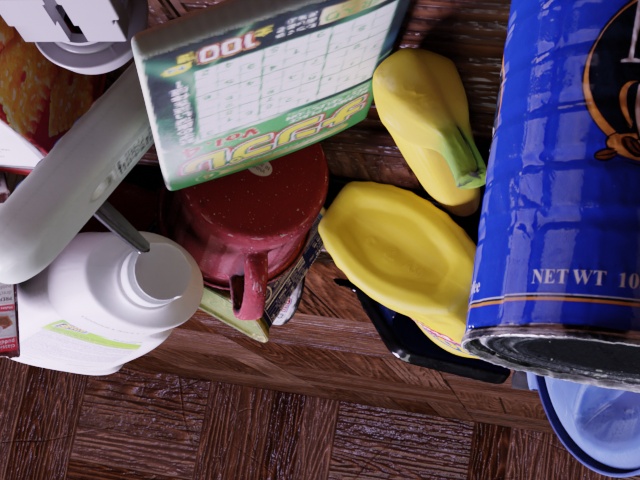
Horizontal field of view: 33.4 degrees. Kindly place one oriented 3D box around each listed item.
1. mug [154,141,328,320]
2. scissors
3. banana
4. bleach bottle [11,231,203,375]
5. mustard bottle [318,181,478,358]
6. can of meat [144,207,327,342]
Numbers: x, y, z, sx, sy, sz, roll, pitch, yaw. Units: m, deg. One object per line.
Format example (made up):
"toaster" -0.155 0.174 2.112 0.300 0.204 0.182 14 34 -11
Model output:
"mug" -0.042 -0.015 0.583 0.093 0.117 0.082 2 165 -12
"scissors" -0.132 -0.040 0.580 0.202 0.016 0.096 33 -166 28
"banana" 0.049 -0.047 0.473 0.037 0.069 0.197 -15 177 9
"bleach bottle" -0.123 0.036 0.622 0.102 0.068 0.251 12 166 -25
"mustard bottle" 0.073 0.028 0.627 0.096 0.058 0.191 32 178 27
"can of meat" -0.054 0.001 0.663 0.102 0.084 0.057 26 161 23
